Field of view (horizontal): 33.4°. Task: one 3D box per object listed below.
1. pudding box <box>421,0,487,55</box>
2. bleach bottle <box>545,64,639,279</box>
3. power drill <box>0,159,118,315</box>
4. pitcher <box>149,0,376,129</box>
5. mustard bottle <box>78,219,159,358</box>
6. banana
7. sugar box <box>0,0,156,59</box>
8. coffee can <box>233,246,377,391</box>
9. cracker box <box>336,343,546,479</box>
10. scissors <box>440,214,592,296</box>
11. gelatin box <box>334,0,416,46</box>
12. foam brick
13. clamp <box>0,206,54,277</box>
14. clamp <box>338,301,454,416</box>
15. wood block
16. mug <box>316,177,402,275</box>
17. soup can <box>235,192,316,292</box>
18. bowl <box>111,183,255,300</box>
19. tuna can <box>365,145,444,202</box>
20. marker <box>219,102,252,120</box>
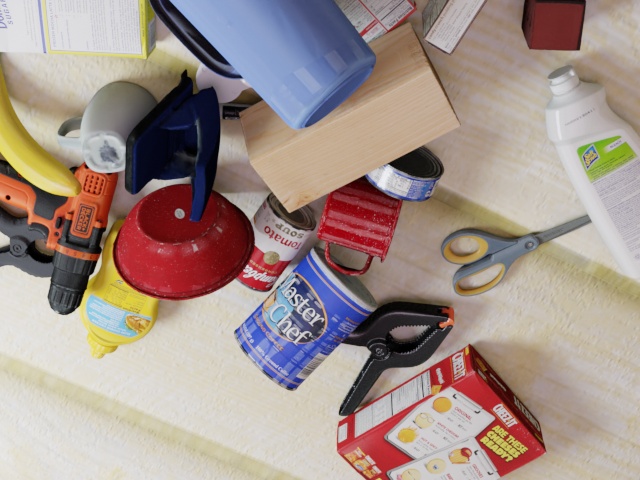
[{"bbox_3d":[0.145,-0.252,1.072,0.039,0.090,0.114,26,118,-10],"label":"pudding box"},{"bbox_3d":[0.324,-0.083,1.172,0.102,0.068,0.250,-31,109,4],"label":"bleach bottle"},{"bbox_3d":[-0.341,-0.021,1.227,0.187,0.057,0.184,16,94,-7],"label":"power drill"},{"bbox_3d":[-0.066,-0.224,1.038,0.145,0.149,0.243,-40,87,-1],"label":"pitcher"},{"bbox_3d":[-0.240,0.070,1.298,0.096,0.058,0.192,22,118,-14],"label":"mustard bottle"},{"bbox_3d":[-0.331,-0.119,1.170,0.070,0.037,0.198,-37,82,40],"label":"banana"},{"bbox_3d":[-0.266,-0.245,1.129,0.176,0.048,0.093,5,119,5],"label":"sugar box"},{"bbox_3d":[-0.017,0.091,1.252,0.102,0.103,0.140,41,100,-18],"label":"coffee can"},{"bbox_3d":[0.152,0.251,1.368,0.214,0.072,0.164,-34,114,19],"label":"cracker box"},{"bbox_3d":[0.227,-0.006,1.249,0.202,0.016,0.096,-38,111,22],"label":"scissors"},{"bbox_3d":[0.045,-0.252,1.113,0.073,0.030,0.089,-38,112,21],"label":"gelatin box"},{"bbox_3d":[0.236,-0.230,1.086,0.051,0.078,0.053,2,117,3],"label":"foam brick"},{"bbox_3d":[-0.366,0.010,1.284,0.171,0.039,0.120,20,119,-3],"label":"clamp"},{"bbox_3d":[0.064,0.122,1.320,0.210,0.036,0.164,-30,114,23],"label":"clamp"},{"bbox_3d":[0.029,-0.129,1.127,0.206,0.090,0.090,-27,136,12],"label":"wood block"},{"bbox_3d":[0.041,-0.019,1.206,0.081,0.093,0.117,16,89,0],"label":"mug"},{"bbox_3d":[-0.058,0.002,1.242,0.068,0.068,0.102,30,116,-13],"label":"soup can"},{"bbox_3d":[-0.155,-0.012,1.182,0.162,0.162,0.055,0,139,4],"label":"bowl"},{"bbox_3d":[0.091,-0.079,1.176,0.086,0.086,0.034,18,121,-7],"label":"tuna can"},{"bbox_3d":[-0.064,-0.141,1.189,0.121,0.020,0.020,4,120,2],"label":"marker"}]
